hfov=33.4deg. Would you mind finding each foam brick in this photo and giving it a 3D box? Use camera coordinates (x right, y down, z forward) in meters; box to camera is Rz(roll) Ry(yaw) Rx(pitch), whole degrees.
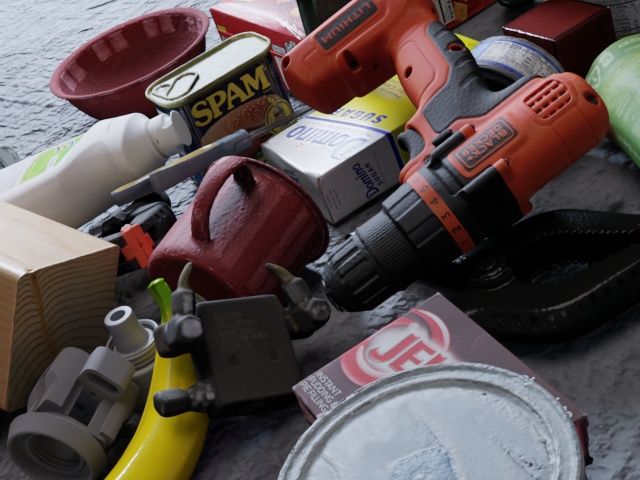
[{"bbox_3d":[0.166,-0.117,0.722,0.053,0.078,0.051,-33,33,-19],"label":"foam brick"}]

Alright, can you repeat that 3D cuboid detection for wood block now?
[{"bbox_3d":[-0.241,0.021,0.684,0.206,0.091,0.090,20,21,25],"label":"wood block"}]

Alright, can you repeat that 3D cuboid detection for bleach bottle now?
[{"bbox_3d":[-0.212,-0.029,0.801,0.251,0.068,0.102,-24,29,15],"label":"bleach bottle"}]

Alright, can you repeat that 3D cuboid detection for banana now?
[{"bbox_3d":[-0.099,0.112,0.567,0.037,0.069,0.197,-42,21,43],"label":"banana"}]

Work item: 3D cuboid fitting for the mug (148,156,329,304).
[{"bbox_3d":[-0.054,0.001,0.657,0.093,0.117,0.081,20,54,20],"label":"mug"}]

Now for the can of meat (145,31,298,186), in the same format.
[{"bbox_3d":[-0.073,-0.101,0.839,0.102,0.084,0.058,-34,34,-17],"label":"can of meat"}]

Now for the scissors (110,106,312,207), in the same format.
[{"bbox_3d":[-0.079,-0.062,0.774,0.096,0.016,0.201,-21,8,24],"label":"scissors"}]

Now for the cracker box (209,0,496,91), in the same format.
[{"bbox_3d":[0.032,-0.215,0.951,0.213,0.072,0.164,-34,35,-18],"label":"cracker box"}]

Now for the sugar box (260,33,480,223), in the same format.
[{"bbox_3d":[0.053,-0.087,0.776,0.176,0.048,0.093,-31,31,-15],"label":"sugar box"}]

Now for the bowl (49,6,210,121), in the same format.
[{"bbox_3d":[-0.169,-0.156,1.004,0.162,0.055,0.162,-16,33,11],"label":"bowl"}]

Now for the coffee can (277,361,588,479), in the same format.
[{"bbox_3d":[0.054,0.128,0.377,0.103,0.140,0.103,-16,33,11],"label":"coffee can"}]

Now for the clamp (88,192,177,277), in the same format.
[{"bbox_3d":[-0.151,0.005,0.744,0.120,0.039,0.171,-37,11,-7],"label":"clamp"}]

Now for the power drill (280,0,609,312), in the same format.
[{"bbox_3d":[0.049,-0.064,0.633,0.184,0.057,0.188,-37,50,2],"label":"power drill"}]

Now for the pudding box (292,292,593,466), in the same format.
[{"bbox_3d":[0.054,0.084,0.492,0.090,0.039,0.114,-32,42,-14],"label":"pudding box"}]

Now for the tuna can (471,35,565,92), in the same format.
[{"bbox_3d":[0.123,-0.089,0.700,0.086,0.086,0.033,13,48,42],"label":"tuna can"}]

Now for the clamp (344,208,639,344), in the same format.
[{"bbox_3d":[0.092,0.033,0.587,0.210,0.036,0.164,-10,36,26],"label":"clamp"}]
